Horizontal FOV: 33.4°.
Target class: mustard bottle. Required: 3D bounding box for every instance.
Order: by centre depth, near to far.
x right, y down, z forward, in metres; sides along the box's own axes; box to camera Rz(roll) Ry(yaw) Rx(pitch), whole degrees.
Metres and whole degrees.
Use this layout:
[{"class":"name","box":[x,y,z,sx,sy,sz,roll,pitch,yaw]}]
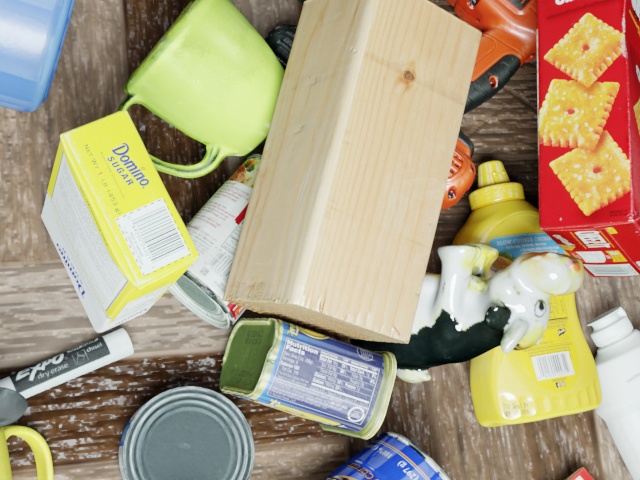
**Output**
[{"class":"mustard bottle","box":[0.143,0.035,0.781,0.096,0.058,0.191,-5,79,-25]}]

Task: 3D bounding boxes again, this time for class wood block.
[{"class":"wood block","box":[0.021,-0.047,0.674,0.090,0.090,0.206,22,77,-31]}]

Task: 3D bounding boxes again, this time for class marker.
[{"class":"marker","box":[-0.180,0.088,0.688,0.121,0.020,0.020,-22,85,-21]}]

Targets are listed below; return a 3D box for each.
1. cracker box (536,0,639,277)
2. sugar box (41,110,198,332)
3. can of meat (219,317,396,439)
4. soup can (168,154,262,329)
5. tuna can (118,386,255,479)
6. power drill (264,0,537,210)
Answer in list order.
[{"class":"cracker box","box":[0.211,-0.093,0.777,0.072,0.164,0.213,-4,75,26]},{"class":"sugar box","box":[-0.126,-0.004,0.642,0.048,0.176,0.093,-25,87,-19]},{"class":"can of meat","box":[-0.012,0.087,0.693,0.083,0.102,0.057,20,78,-18]},{"class":"soup can","box":[-0.055,0.001,0.722,0.068,0.069,0.102,42,70,-5]},{"class":"tuna can","box":[-0.088,0.140,0.698,0.086,0.034,0.086,4,77,-17]},{"class":"power drill","box":[0.074,-0.138,0.799,0.184,0.057,0.187,41,70,3]}]
